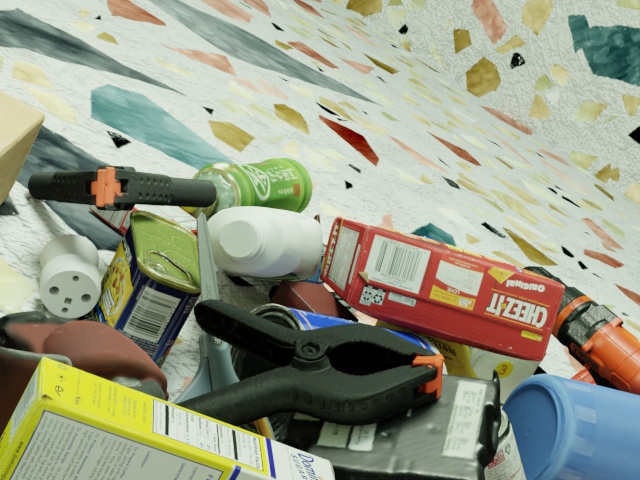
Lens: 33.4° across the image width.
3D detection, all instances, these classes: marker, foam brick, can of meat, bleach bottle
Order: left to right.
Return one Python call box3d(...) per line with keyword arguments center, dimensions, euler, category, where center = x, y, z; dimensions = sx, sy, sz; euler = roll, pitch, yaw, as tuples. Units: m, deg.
box3d(center=(-0.130, 0.039, 0.793), dimensions=(0.057, 0.084, 0.102), euler=(22, 20, -24), category="can of meat")
box3d(center=(-0.056, 0.001, 0.892), dimensions=(0.102, 0.068, 0.250), euler=(6, -1, 5), category="bleach bottle")
box3d(center=(-0.017, 0.080, 0.870), dimensions=(0.052, 0.078, 0.051), euler=(10, 25, -48), category="foam brick")
box3d(center=(-0.005, 0.057, 1.040), dimensions=(0.120, 0.020, 0.020), euler=(9, 28, -47), category="marker")

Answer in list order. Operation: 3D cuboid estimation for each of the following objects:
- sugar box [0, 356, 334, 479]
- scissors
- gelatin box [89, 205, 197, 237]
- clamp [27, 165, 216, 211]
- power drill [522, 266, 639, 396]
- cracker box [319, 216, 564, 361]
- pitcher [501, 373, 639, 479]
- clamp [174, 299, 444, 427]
box3d(center=(-0.088, 0.138, 0.583), dimensions=(0.176, 0.093, 0.048), euler=(24, 21, -21), category="sugar box")
box3d(center=(-0.085, 0.079, 0.712), dimensions=(0.096, 0.016, 0.202), euler=(-10, 75, -40), category="scissors")
box3d(center=(-0.158, -0.019, 0.991), dimensions=(0.089, 0.030, 0.073), euler=(35, 18, 17), category="gelatin box")
box3d(center=(-0.156, -0.042, 0.866), dimensions=(0.164, 0.036, 0.210), euler=(1, 2, -13), category="clamp")
box3d(center=(0.272, 0.124, 1.079), dimensions=(0.185, 0.057, 0.187), euler=(47, -10, 38), category="power drill")
box3d(center=(0.093, 0.037, 0.913), dimensions=(0.164, 0.072, 0.214), euler=(16, 1, -6), category="cracker box")
box3d(center=(0.272, 0.198, 0.947), dimensions=(0.242, 0.149, 0.145), euler=(19, 36, -22), category="pitcher")
box3d(center=(-0.013, 0.086, 0.653), dimensions=(0.171, 0.039, 0.120), euler=(5, 41, 14), category="clamp")
